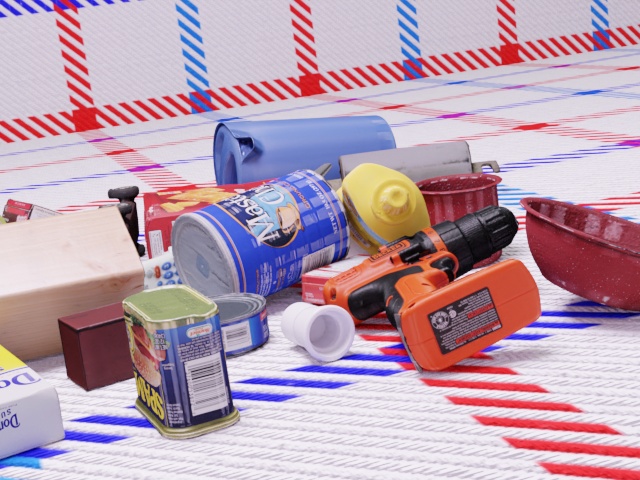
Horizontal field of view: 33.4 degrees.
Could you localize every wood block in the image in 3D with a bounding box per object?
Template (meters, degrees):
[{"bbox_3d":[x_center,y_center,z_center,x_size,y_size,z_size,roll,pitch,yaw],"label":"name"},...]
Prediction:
[{"bbox_3d":[-0.267,0.045,0.929,0.205,0.091,0.090,-11,47,-22],"label":"wood block"}]

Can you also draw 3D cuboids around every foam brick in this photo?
[{"bbox_3d":[-0.168,0.083,0.875,0.078,0.051,0.053,-14,14,-29],"label":"foam brick"}]

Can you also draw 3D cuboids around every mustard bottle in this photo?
[{"bbox_3d":[0.060,-0.028,1.010,0.058,0.096,0.191,-40,-2,-6],"label":"mustard bottle"}]

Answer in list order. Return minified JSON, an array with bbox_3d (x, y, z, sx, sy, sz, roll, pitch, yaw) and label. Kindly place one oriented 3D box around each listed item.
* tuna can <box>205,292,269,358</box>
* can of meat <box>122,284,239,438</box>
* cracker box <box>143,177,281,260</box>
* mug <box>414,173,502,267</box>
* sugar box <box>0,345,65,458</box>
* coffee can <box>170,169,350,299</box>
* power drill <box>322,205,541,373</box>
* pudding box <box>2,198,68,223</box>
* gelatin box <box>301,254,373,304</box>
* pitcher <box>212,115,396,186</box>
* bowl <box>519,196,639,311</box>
[{"bbox_3d":[-0.087,0.073,0.910,0.086,0.034,0.086,-7,13,1],"label":"tuna can"},{"bbox_3d":[-0.102,0.083,0.761,0.057,0.084,0.102,-13,14,-23],"label":"can of meat"},{"bbox_3d":[-0.102,-0.027,1.272,0.213,0.072,0.164,-8,13,-8],"label":"cracker box"},{"bbox_3d":[0.132,-0.020,1.086,0.093,0.081,0.117,-18,17,-39],"label":"mug"},{"bbox_3d":[-0.265,0.117,0.794,0.093,0.048,0.177,-15,14,-31],"label":"sugar box"},{"bbox_3d":[-0.057,0.001,1.018,0.140,0.103,0.103,-24,20,-33],"label":"coffee can"},{"bbox_3d":[0.105,0.032,0.861,0.184,0.057,0.188,-27,14,-7],"label":"power drill"},{"bbox_3d":[-0.331,-0.017,1.336,0.113,0.039,0.090,18,-3,-35],"label":"pudding box"},{"bbox_3d":[0.037,0.039,0.998,0.073,0.030,0.089,5,17,42],"label":"gelatin box"},{"bbox_3d":[-0.025,-0.106,1.489,0.242,0.145,0.149,-8,24,-20],"label":"pitcher"},{"bbox_3d":[0.232,0.016,0.866,0.162,0.055,0.162,15,12,-4],"label":"bowl"}]
